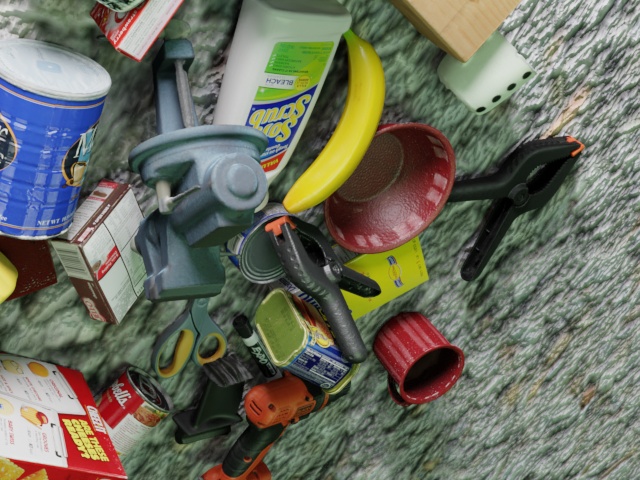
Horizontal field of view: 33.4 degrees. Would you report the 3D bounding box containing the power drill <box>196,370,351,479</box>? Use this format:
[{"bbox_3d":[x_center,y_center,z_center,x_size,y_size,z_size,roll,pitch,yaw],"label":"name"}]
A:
[{"bbox_3d":[-0.055,0.231,1.286,0.184,0.057,0.188,-5,131,-54],"label":"power drill"}]

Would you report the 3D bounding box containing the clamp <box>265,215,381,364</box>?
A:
[{"bbox_3d":[0.008,0.035,1.123,0.039,0.120,0.171,-26,109,23],"label":"clamp"}]

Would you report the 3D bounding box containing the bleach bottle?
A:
[{"bbox_3d":[-0.054,-0.116,1.036,0.102,0.068,0.251,-5,128,-33],"label":"bleach bottle"}]

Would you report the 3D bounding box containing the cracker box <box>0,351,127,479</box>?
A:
[{"bbox_3d":[-0.313,0.181,1.027,0.213,0.164,0.072,23,111,-41],"label":"cracker box"}]

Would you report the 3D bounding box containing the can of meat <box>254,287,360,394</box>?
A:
[{"bbox_3d":[-0.017,0.106,1.142,0.083,0.102,0.057,31,108,-38],"label":"can of meat"}]

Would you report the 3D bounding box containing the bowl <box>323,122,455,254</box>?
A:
[{"bbox_3d":[0.064,-0.066,1.151,0.161,0.055,0.162,-17,130,-21],"label":"bowl"}]

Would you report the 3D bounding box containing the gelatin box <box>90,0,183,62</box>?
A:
[{"bbox_3d":[-0.150,-0.205,0.897,0.030,0.073,0.089,26,107,-42],"label":"gelatin box"}]

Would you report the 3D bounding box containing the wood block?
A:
[{"bbox_3d":[0.088,-0.268,0.988,0.091,0.090,0.205,-48,134,7],"label":"wood block"}]

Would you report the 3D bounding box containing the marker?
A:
[{"bbox_3d":[-0.074,0.127,1.237,0.020,0.020,0.121,-33,134,-7],"label":"marker"}]

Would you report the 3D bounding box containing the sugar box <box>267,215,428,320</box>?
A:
[{"bbox_3d":[0.034,0.046,1.225,0.176,0.048,0.093,-30,134,-11],"label":"sugar box"}]

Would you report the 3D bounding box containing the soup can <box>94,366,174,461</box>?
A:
[{"bbox_3d":[-0.219,0.196,1.166,0.102,0.069,0.068,-45,134,7],"label":"soup can"}]

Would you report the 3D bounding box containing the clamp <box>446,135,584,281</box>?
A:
[{"bbox_3d":[0.221,-0.062,1.265,0.210,0.036,0.164,-41,135,-1],"label":"clamp"}]

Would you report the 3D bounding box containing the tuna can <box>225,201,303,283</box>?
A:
[{"bbox_3d":[-0.057,0.001,1.135,0.086,0.034,0.086,-22,133,-26],"label":"tuna can"}]

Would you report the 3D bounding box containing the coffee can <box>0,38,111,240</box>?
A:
[{"bbox_3d":[-0.245,-0.086,0.908,0.102,0.103,0.140,3,122,-34],"label":"coffee can"}]

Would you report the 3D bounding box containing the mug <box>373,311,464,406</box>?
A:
[{"bbox_3d":[0.115,0.152,1.331,0.093,0.082,0.117,0,122,-32],"label":"mug"}]

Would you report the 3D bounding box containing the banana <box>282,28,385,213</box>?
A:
[{"bbox_3d":[0.021,-0.114,1.058,0.069,0.037,0.198,16,93,2],"label":"banana"}]

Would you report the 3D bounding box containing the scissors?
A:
[{"bbox_3d":[-0.119,0.072,1.170,0.096,0.016,0.202,14,115,-40],"label":"scissors"}]

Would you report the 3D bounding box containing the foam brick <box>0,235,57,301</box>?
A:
[{"bbox_3d":[-0.282,0.006,0.991,0.053,0.051,0.078,-19,131,-20],"label":"foam brick"}]

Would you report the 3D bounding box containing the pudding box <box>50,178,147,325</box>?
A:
[{"bbox_3d":[-0.202,0.012,1.027,0.090,0.039,0.113,-58,149,-36],"label":"pudding box"}]
